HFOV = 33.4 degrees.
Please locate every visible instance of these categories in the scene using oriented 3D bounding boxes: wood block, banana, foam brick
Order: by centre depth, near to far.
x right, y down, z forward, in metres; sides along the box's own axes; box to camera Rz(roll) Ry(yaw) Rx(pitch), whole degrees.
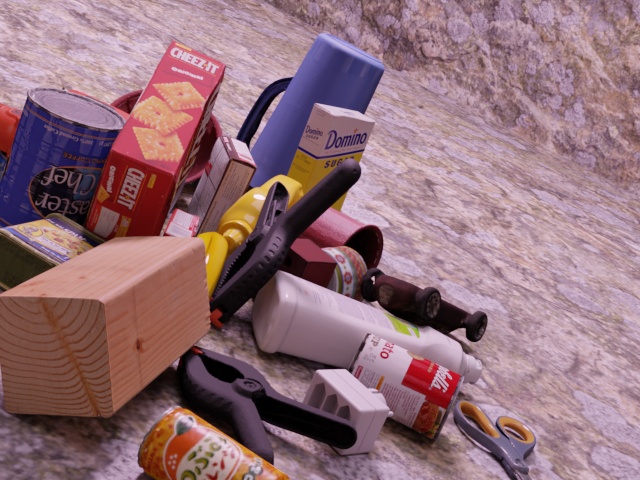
[{"bbox_3d":[-0.167,0.062,0.862,0.090,0.091,0.206,0,12,14],"label":"wood block"},{"bbox_3d":[-0.121,0.034,1.073,0.037,0.070,0.198,23,18,-7],"label":"banana"},{"bbox_3d":[-0.028,0.043,1.158,0.051,0.078,0.053,6,24,-47],"label":"foam brick"}]

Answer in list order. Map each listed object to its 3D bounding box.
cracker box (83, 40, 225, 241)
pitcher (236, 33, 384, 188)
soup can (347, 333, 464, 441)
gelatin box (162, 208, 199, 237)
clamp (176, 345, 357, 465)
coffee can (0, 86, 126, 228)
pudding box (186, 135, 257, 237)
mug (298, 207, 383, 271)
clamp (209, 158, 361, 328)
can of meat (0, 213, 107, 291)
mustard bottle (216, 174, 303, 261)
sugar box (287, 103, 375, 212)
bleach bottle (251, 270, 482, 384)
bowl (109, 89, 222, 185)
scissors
[{"bbox_3d":[-0.170,-0.077,1.085,0.072,0.164,0.213,23,39,-6],"label":"cracker box"},{"bbox_3d":[-0.016,-0.174,1.537,0.149,0.243,0.145,25,13,-15],"label":"pitcher"},{"bbox_3d":[0.077,0.139,1.020,0.102,0.068,0.068,25,17,8],"label":"soup can"},{"bbox_3d":[-0.153,0.015,1.091,0.030,0.073,0.089,22,16,-7],"label":"gelatin box"},{"bbox_3d":[-0.053,0.139,0.905,0.120,0.039,0.172,7,23,-45],"label":"clamp"},{"bbox_3d":[-0.269,-0.072,1.090,0.102,0.140,0.103,21,18,-7],"label":"coffee can"},{"bbox_3d":[-0.121,-0.061,1.291,0.039,0.113,0.090,18,19,-21],"label":"pudding box"},{"bbox_3d":[0.009,0.013,1.297,0.082,0.093,0.117,29,44,34],"label":"mug"},{"bbox_3d":[-0.057,0.001,1.106,0.036,0.209,0.165,44,-19,-18],"label":"clamp"},{"bbox_3d":[-0.247,0.022,0.983,0.102,0.057,0.083,28,20,19],"label":"can of meat"},{"bbox_3d":[-0.076,-0.016,1.242,0.058,0.096,0.191,26,17,9],"label":"mustard bottle"},{"bbox_3d":[0.003,-0.090,1.426,0.048,0.176,0.093,35,21,35],"label":"sugar box"},{"bbox_3d":[0.056,0.105,1.106,0.250,0.068,0.102,20,16,-18],"label":"bleach bottle"},{"bbox_3d":[-0.208,-0.119,1.377,0.162,0.055,0.162,5,56,-8],"label":"bowl"},{"bbox_3d":[0.200,0.217,1.030,0.096,0.016,0.202,11,21,-33],"label":"scissors"}]
